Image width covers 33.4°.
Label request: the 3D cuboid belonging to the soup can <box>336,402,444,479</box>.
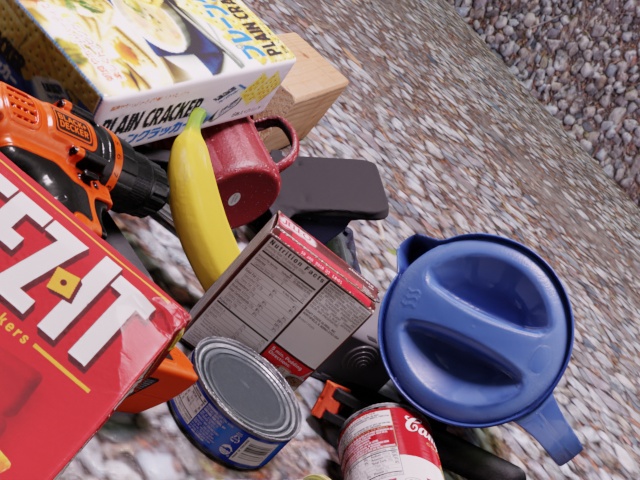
[{"bbox_3d":[0.049,0.165,0.701,0.068,0.069,0.102,34,22,-22],"label":"soup can"}]

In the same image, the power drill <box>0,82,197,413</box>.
[{"bbox_3d":[-0.134,0.007,0.637,0.184,0.057,0.188,24,39,-58],"label":"power drill"}]

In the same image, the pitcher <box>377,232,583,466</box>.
[{"bbox_3d":[0.134,0.092,0.827,0.145,0.149,0.242,5,-11,15],"label":"pitcher"}]

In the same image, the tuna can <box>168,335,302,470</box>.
[{"bbox_3d":[-0.055,0.104,0.684,0.086,0.034,0.086,36,21,-17],"label":"tuna can"}]

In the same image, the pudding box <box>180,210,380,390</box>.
[{"bbox_3d":[-0.029,0.049,0.726,0.090,0.114,0.039,39,24,-10],"label":"pudding box"}]

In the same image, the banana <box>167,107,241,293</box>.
[{"bbox_3d":[-0.068,0.004,0.768,0.069,0.037,0.198,-31,107,-43],"label":"banana"}]

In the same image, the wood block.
[{"bbox_3d":[-0.053,-0.155,1.127,0.091,0.090,0.205,43,21,4],"label":"wood block"}]

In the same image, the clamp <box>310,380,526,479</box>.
[{"bbox_3d":[0.073,0.146,0.795,0.171,0.039,0.120,20,1,-40],"label":"clamp"}]

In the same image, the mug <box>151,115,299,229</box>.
[{"bbox_3d":[-0.073,-0.067,0.890,0.093,0.117,0.081,87,-22,-57],"label":"mug"}]

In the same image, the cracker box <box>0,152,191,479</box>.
[{"bbox_3d":[-0.175,0.054,0.399,0.164,0.072,0.213,41,47,-2],"label":"cracker box"}]
